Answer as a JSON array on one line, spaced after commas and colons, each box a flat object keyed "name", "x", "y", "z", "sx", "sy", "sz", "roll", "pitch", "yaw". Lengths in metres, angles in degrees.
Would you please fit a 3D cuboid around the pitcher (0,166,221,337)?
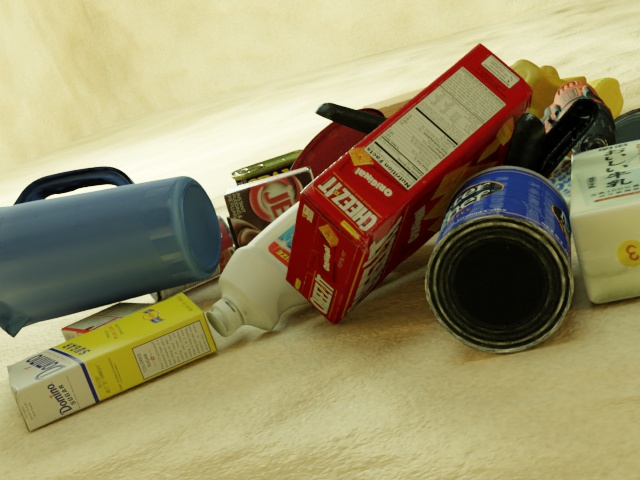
[{"name": "pitcher", "x": -0.231, "y": -0.001, "z": 1.113, "sx": 0.243, "sy": 0.149, "sz": 0.145, "roll": -12, "pitch": 10, "yaw": 17}]

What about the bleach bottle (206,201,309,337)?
[{"name": "bleach bottle", "x": 0.002, "y": 0.011, "z": 0.997, "sx": 0.250, "sy": 0.102, "sz": 0.068, "roll": -38, "pitch": 1, "yaw": -25}]

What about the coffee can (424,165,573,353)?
[{"name": "coffee can", "x": 0.137, "y": 0.010, "z": 0.800, "sx": 0.103, "sy": 0.103, "sz": 0.140, "roll": -14, "pitch": 14, "yaw": 16}]

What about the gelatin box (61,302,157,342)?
[{"name": "gelatin box", "x": -0.208, "y": 0.089, "z": 1.076, "sx": 0.073, "sy": 0.030, "sz": 0.089, "roll": -26, "pitch": 15, "yaw": -35}]

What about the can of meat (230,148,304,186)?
[{"name": "can of meat", "x": -0.053, "y": -0.060, "z": 1.354, "sx": 0.102, "sy": 0.084, "sz": 0.057, "roll": -18, "pitch": 14, "yaw": -2}]

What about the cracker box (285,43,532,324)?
[{"name": "cracker box", "x": 0.073, "y": -0.043, "z": 0.901, "sx": 0.213, "sy": 0.072, "sz": 0.164, "roll": -41, "pitch": -16, "yaw": -22}]

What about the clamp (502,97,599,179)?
[{"name": "clamp", "x": 0.176, "y": -0.052, "z": 0.918, "sx": 0.120, "sy": 0.039, "sz": 0.172, "roll": -20, "pitch": -33, "yaw": -39}]

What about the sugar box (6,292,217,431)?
[{"name": "sugar box", "x": -0.189, "y": 0.105, "z": 0.957, "sx": 0.176, "sy": 0.048, "sz": 0.093, "roll": -20, "pitch": 14, "yaw": -16}]

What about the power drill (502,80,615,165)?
[{"name": "power drill", "x": 0.204, "y": -0.081, "z": 1.062, "sx": 0.188, "sy": 0.057, "sz": 0.184, "roll": -30, "pitch": 13, "yaw": 18}]

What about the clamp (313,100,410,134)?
[{"name": "clamp", "x": 0.086, "y": -0.116, "z": 1.204, "sx": 0.209, "sy": 0.164, "sz": 0.036, "roll": -29, "pitch": 39, "yaw": -16}]

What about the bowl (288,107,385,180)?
[{"name": "bowl", "x": 0.034, "y": -0.078, "z": 1.273, "sx": 0.161, "sy": 0.162, "sz": 0.055, "roll": -27, "pitch": 60, "yaw": -33}]

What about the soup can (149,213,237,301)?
[{"name": "soup can", "x": -0.151, "y": 0.019, "z": 1.200, "sx": 0.102, "sy": 0.068, "sz": 0.069, "roll": -23, "pitch": 15, "yaw": -20}]

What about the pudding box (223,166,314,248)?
[{"name": "pudding box", "x": -0.037, "y": -0.009, "z": 1.071, "sx": 0.090, "sy": 0.113, "sz": 0.039, "roll": -16, "pitch": 10, "yaw": 6}]
